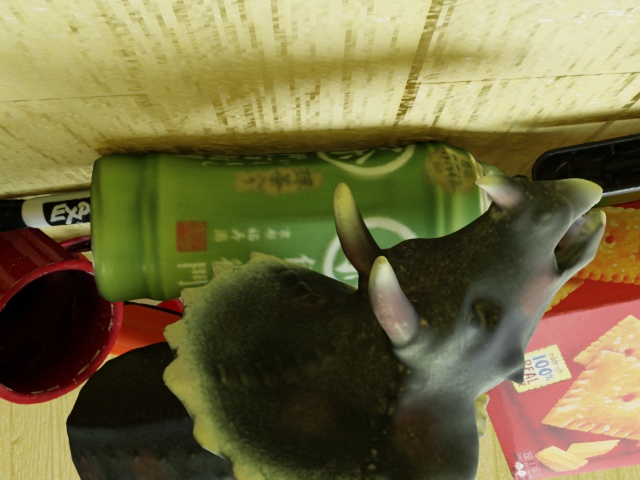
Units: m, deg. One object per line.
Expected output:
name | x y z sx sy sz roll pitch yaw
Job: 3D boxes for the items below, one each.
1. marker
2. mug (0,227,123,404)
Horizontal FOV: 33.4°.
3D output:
marker | -0.129 -0.018 0.577 0.121 0.020 0.020 -5 172 17
mug | -0.169 0.031 0.636 0.117 0.093 0.082 -34 -134 -27
